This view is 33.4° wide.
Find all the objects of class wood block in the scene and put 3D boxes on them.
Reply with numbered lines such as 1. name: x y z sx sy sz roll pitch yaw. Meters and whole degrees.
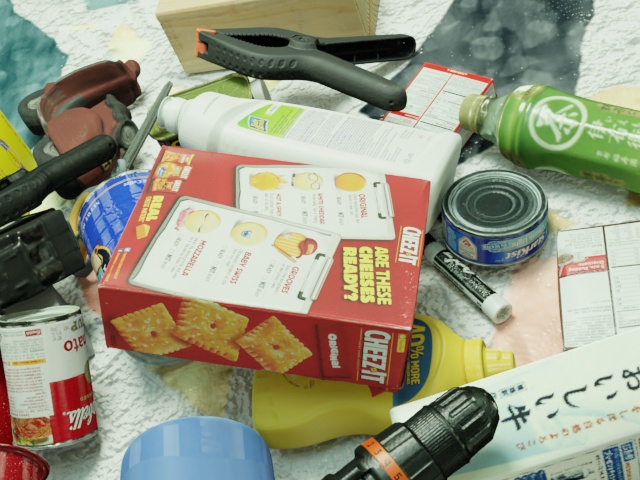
1. wood block: -0.052 -0.244 1.097 0.206 0.090 0.090 -5 51 18

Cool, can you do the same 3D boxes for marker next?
1. marker: 0.108 0.024 0.856 0.020 0.020 0.121 -36 48 -9

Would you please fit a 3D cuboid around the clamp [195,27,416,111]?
1. clamp: -0.011 -0.163 0.974 0.210 0.036 0.164 5 27 -2

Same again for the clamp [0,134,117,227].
1. clamp: -0.267 -0.041 0.938 0.120 0.039 0.171 -22 11 37

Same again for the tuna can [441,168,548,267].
1. tuna can: 0.140 -0.019 0.857 0.086 0.034 0.086 -5 42 5

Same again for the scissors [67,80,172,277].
1. scissors: -0.192 -0.063 0.988 0.096 0.016 0.202 35 104 55

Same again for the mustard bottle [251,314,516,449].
1. mustard bottle: 0.048 0.101 0.791 0.192 0.058 0.096 -8 45 16

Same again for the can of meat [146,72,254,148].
1. can of meat: -0.099 -0.098 0.998 0.102 0.084 0.057 -18 48 7

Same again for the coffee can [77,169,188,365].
1. coffee can: -0.139 0.021 0.903 0.103 0.102 0.140 -29 47 -3

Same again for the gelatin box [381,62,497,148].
1. gelatin box: 0.106 -0.115 0.966 0.073 0.030 0.089 20 62 32

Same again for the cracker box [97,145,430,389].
1. cracker box: -0.034 0.016 0.781 0.214 0.072 0.164 8 42 5

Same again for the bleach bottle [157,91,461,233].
1. bleach bottle: -0.015 -0.079 0.900 0.251 0.068 0.102 17 33 13

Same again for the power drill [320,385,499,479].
1. power drill: 0.072 0.203 0.634 0.184 0.057 0.188 -36 82 -7

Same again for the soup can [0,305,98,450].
1. soup can: -0.218 0.108 0.852 0.068 0.102 0.068 -6 6 0
